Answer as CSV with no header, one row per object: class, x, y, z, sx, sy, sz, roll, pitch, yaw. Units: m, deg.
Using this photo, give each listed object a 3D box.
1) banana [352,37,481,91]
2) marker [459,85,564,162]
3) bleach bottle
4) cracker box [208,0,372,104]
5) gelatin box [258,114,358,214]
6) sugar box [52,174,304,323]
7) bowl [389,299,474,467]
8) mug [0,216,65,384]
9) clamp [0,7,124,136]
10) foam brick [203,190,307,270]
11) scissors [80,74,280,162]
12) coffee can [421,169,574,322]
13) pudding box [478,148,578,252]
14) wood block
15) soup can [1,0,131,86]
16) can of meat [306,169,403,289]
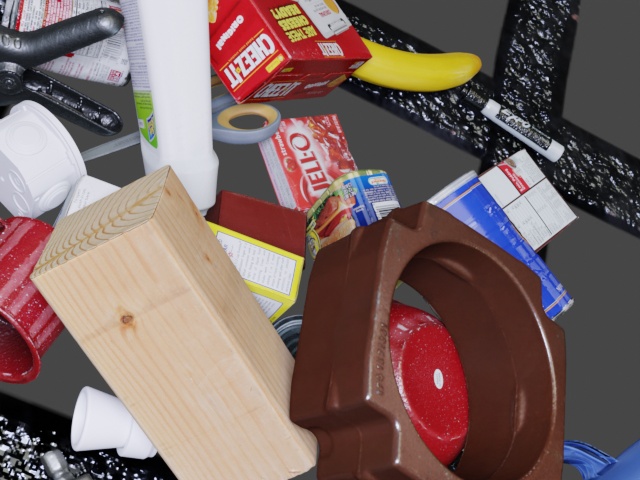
banana,0.073,-0.175,1.023,0.197,0.037,0.069,13,61,-22
marker,0.190,-0.118,1.066,0.121,0.020,0.020,32,55,-10
bleach bottle,-0.115,-0.123,0.815,0.068,0.103,0.251,-7,101,-18
cracker box,-0.069,-0.222,0.920,0.214,0.072,0.164,56,28,8
gelatin box,-0.007,-0.064,0.927,0.073,0.030,0.089,-10,69,-30
sugar box,-0.111,0.016,0.793,0.176,0.093,0.048,24,56,-16
bowl,0.074,0.115,0.836,0.161,0.055,0.162,19,61,-38
mug,-0.216,0.029,0.728,0.117,0.093,0.081,57,43,-27
clamp,-0.228,-0.124,0.813,0.171,0.120,0.039,0,44,0
foam brick,-0.056,0.001,0.855,0.078,0.053,0.051,15,59,-20
scissors,-0.114,-0.084,0.873,0.096,0.016,0.201,31,49,24
coffee can,0.132,0.026,0.910,0.102,0.103,0.140,-33,84,-36
pudding box,0.176,-0.025,1.000,0.113,0.039,0.090,-33,84,-34
wood block,-0.089,0.068,0.713,0.206,0.091,0.090,60,13,-23
soup can,-0.200,-0.167,0.856,0.102,0.069,0.068,10,61,-24
can of meat,0.032,0.001,0.872,0.057,0.102,0.084,-8,68,-31
